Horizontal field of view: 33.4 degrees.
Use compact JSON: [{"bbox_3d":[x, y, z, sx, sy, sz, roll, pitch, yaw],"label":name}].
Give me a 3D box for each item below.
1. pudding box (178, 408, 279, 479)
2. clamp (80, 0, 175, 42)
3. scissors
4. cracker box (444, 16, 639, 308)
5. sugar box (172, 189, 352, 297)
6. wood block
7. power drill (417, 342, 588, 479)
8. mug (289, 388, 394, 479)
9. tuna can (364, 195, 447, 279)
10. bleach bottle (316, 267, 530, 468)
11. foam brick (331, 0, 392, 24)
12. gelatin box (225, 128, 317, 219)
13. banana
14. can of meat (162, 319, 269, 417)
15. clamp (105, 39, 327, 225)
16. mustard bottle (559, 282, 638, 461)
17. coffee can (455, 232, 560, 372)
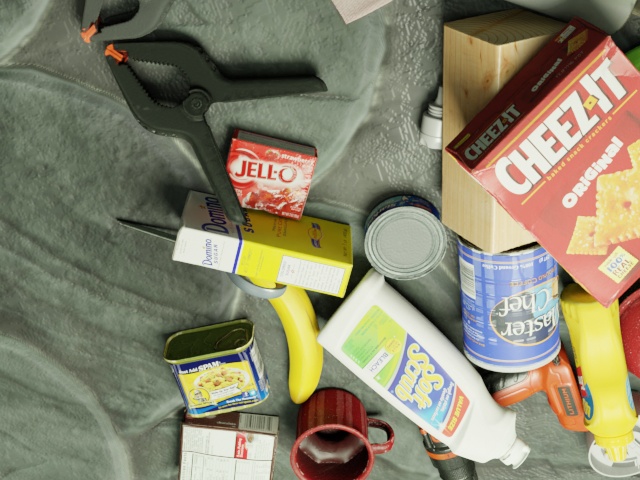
[{"bbox_3d":[-0.108,0.246,1.245,0.113,0.039,0.090,7,117,-1],"label":"pudding box"},{"bbox_3d":[-0.165,-0.252,0.991,0.172,0.039,0.120,-28,112,14],"label":"clamp"},{"bbox_3d":[-0.115,0.019,1.103,0.201,0.096,0.016,9,120,-8],"label":"scissors"},{"bbox_3d":[0.244,-0.064,0.958,0.164,0.072,0.213,-46,119,7],"label":"cracker box"},{"bbox_3d":[-0.057,0.001,1.089,0.176,0.093,0.048,15,116,-7],"label":"sugar box"},{"bbox_3d":[0.175,-0.105,1.020,0.090,0.090,0.206,-16,119,-23],"label":"wood block"},{"bbox_3d":[0.204,0.200,1.207,0.188,0.057,0.184,-18,115,9],"label":"power drill"},{"bbox_3d":[0.025,0.221,1.206,0.117,0.081,0.093,-4,117,3],"label":"mug"},{"bbox_3d":[0.088,-0.004,1.118,0.086,0.033,0.086,0,117,0],"label":"tuna can"},{"bbox_3d":[0.121,0.146,1.132,0.251,0.068,0.103,39,107,2],"label":"bleach bottle"},{"bbox_3d":[0.027,-0.248,0.984,0.051,0.053,0.078,-28,112,14],"label":"foam brick"},{"bbox_3d":[-0.054,-0.067,1.089,0.089,0.030,0.073,13,116,-6],"label":"gelatin box"},{"bbox_3d":[-0.033,0.096,1.171,0.070,0.037,0.198,-5,118,35],"label":"banana"},{"bbox_3d":[-0.112,0.143,1.182,0.102,0.057,0.084,-12,119,7],"label":"can of meat"},{"bbox_3d":[-0.109,-0.138,1.037,0.210,0.036,0.164,38,93,-4],"label":"clamp"},{"bbox_3d":[0.299,0.143,1.130,0.058,0.096,0.191,-12,100,8],"label":"mustard bottle"},{"bbox_3d":[0.195,0.050,1.106,0.103,0.103,0.140,-6,117,3],"label":"coffee can"}]
